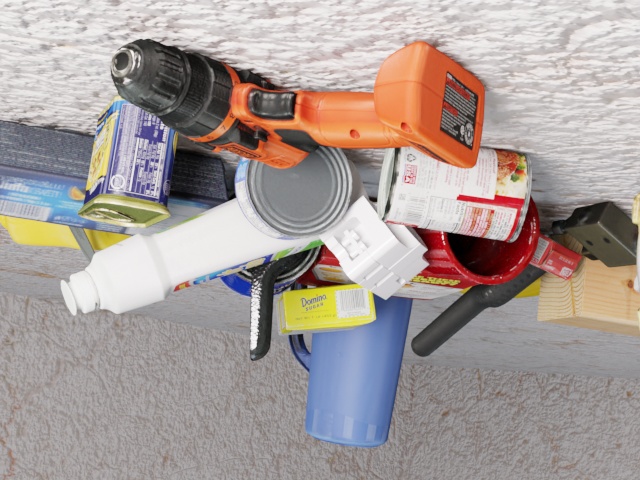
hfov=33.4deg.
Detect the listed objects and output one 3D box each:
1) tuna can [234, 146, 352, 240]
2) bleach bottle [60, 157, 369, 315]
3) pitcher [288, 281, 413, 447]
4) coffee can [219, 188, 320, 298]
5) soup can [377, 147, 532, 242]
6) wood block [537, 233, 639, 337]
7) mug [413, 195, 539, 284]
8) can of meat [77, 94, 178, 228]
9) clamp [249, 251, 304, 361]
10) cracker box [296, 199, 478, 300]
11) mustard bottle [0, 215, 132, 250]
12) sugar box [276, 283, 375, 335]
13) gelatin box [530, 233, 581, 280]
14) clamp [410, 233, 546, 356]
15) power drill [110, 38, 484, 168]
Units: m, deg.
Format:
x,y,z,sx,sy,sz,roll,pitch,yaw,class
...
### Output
x,y,z,sx,sy,sz,roll,pitch,yaw,class
-0.021,-0.043,0.813,0.086,0.086,0.034,11,172,-21,tuna can
-0.087,0.003,0.857,0.250,0.068,0.103,-21,179,-25,bleach bottle
0.038,0.134,1.372,0.144,0.243,0.149,8,178,-17,pitcher
-0.057,0.001,1.062,0.102,0.103,0.140,8,171,-6,coffee can
0.098,-0.039,0.796,0.102,0.068,0.068,8,171,-4,soup can
0.339,0.051,1.091,0.206,0.091,0.090,10,170,-15,wood block
0.113,-0.015,0.893,0.117,0.093,0.082,28,169,-19,mug
-0.146,-0.059,0.818,0.057,0.084,0.102,11,170,-21,can of meat
-0.056,0.020,0.962,0.120,0.171,0.039,41,180,3,clamp
0.070,0.013,1.133,0.164,0.072,0.214,8,170,-7,cracker box
-0.277,-0.028,1.136,0.192,0.058,0.096,3,-150,32,mustard bottle
0.001,0.076,1.154,0.093,0.048,0.176,-4,176,-6,sugar box
0.189,0.002,0.996,0.089,0.030,0.073,32,-173,34,gelatin box
0.178,0.048,1.117,0.036,0.164,0.210,42,157,-4,clamp
-0.009,-0.084,0.647,0.188,0.057,0.184,5,175,32,power drill
